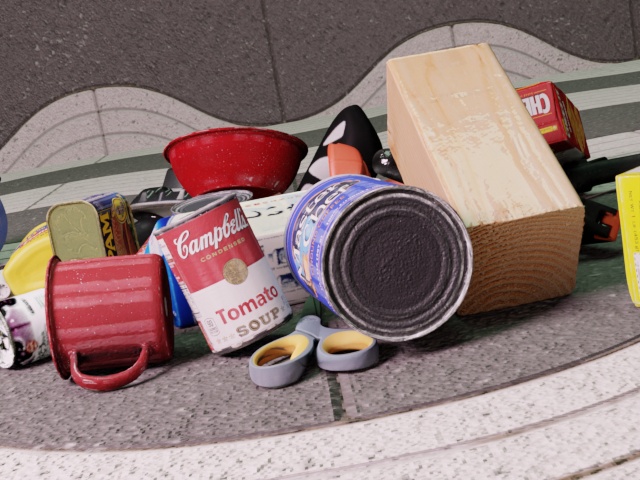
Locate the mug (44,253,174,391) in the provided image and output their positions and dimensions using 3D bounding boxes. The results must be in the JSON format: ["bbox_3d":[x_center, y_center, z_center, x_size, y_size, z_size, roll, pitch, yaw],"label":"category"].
[{"bbox_3d":[-0.152,0.061,0.783,0.081,0.093,0.117,-6,41,-2],"label":"mug"}]

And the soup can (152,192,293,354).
[{"bbox_3d":[-0.071,0.025,0.786,0.068,0.102,0.068,-25,5,2],"label":"soup can"}]

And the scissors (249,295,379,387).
[{"bbox_3d":[0.009,0.065,0.773,0.096,0.016,0.201,-5,12,18],"label":"scissors"}]

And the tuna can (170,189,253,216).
[{"bbox_3d":[-0.109,-0.025,1.098,0.086,0.034,0.086,-9,15,2],"label":"tuna can"}]

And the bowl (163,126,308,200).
[{"bbox_3d":[-0.092,-0.073,1.176,0.162,0.055,0.162,-3,-14,-1],"label":"bowl"}]

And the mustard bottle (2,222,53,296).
[{"bbox_3d":[-0.306,0.013,1.214,0.096,0.058,0.192,-31,13,-7],"label":"mustard bottle"}]

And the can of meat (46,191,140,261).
[{"bbox_3d":[-0.226,0.004,1.083,0.057,0.102,0.083,-8,9,16],"label":"can of meat"}]

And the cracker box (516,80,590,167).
[{"bbox_3d":[0.197,-0.108,1.166,0.164,0.072,0.213,-15,-7,20],"label":"cracker box"}]

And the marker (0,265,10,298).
[{"bbox_3d":[-0.359,0.046,1.206,0.020,0.020,0.121,-13,11,-13],"label":"marker"}]

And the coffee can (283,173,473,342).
[{"bbox_3d":[0.036,0.008,0.752,0.102,0.103,0.140,-12,9,-10],"label":"coffee can"}]

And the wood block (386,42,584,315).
[{"bbox_3d":[0.119,-0.053,0.819,0.090,0.091,0.206,-11,44,-5],"label":"wood block"}]
